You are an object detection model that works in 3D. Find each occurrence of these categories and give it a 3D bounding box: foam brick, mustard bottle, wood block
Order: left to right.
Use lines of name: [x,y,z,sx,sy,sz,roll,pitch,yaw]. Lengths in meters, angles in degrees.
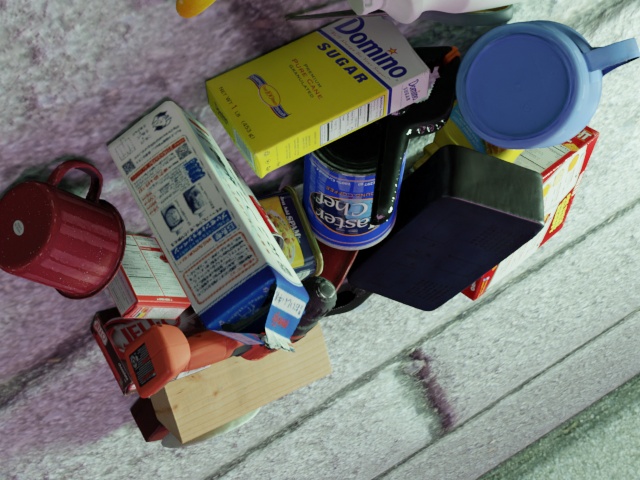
foam brick: [-0.198,0.215,1.374,0.051,0.053,0.078,-1,141,-49]
wood block: [-0.102,0.151,1.293,0.205,0.091,0.090,-23,111,-22]
mustard bottle: [0.186,-0.123,1.173,0.191,0.096,0.058,-31,155,-5]

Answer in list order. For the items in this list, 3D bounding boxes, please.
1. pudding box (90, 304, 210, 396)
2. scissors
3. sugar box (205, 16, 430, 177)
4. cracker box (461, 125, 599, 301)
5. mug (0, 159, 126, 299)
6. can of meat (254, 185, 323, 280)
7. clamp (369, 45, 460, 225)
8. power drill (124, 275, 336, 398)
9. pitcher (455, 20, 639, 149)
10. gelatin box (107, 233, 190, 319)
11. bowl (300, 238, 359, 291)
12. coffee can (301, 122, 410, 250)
pudding box: [-0.181,0.111,1.166,0.113,0.090,0.039,-13,151,-38]
scissors: [0.070,-0.214,0.952,0.201,0.096,0.016,1,125,-2]
sugar box: [-0.002,-0.134,0.939,0.176,0.093,0.048,-29,155,-12]
cracker box: [0.244,-0.045,1.326,0.213,0.072,0.164,-35,149,-38]
mug: [-0.223,-0.013,0.913,0.081,0.093,0.117,26,86,-56]
can of meat: [-0.057,0.001,1.102,0.083,0.102,0.058,-15,166,-30]
clamp: [0.053,-0.129,1.007,0.209,0.164,0.036,-47,174,-29]
power drill: [-0.091,0.097,1.082,0.187,0.057,0.185,-13,163,-34]
pitcher: [0.207,-0.151,1.008,0.149,0.145,0.242,-64,170,15]
gelatin box: [-0.176,0.034,1.035,0.030,0.089,0.073,-44,153,24]
bowl: [-0.006,0.020,1.196,0.162,0.055,0.162,-60,-173,12]
coffee can: [0.033,-0.069,1.083,0.102,0.103,0.140,-26,154,-16]
